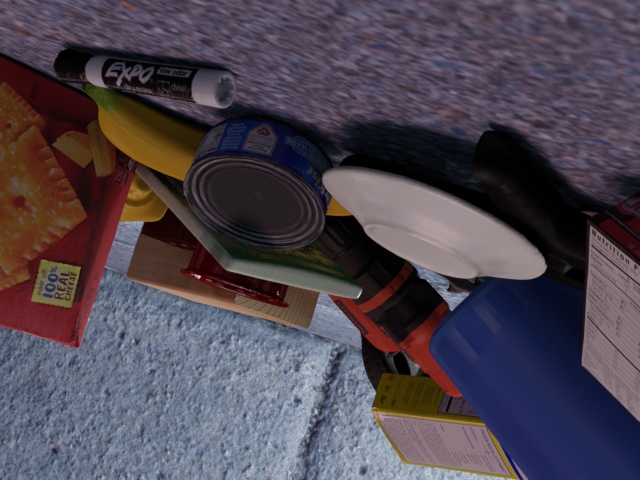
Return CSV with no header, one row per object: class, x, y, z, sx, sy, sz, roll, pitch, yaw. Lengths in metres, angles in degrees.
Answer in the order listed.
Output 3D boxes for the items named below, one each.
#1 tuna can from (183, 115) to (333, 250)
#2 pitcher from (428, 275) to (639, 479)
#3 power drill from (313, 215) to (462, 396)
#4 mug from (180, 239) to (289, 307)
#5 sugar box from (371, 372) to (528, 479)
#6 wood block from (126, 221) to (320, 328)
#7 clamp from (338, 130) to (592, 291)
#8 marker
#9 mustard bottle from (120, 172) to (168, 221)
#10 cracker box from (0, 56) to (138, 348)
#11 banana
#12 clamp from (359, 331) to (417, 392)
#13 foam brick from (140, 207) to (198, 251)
tuna can,-0.035,-0.033,0.628,0.086,0.033,0.086,12,145,8
pitcher,0.183,0.126,0.688,0.243,0.149,0.144,49,-148,12
power drill,0.047,0.043,0.878,0.184,0.057,0.188,49,176,-7
mug,-0.056,0.001,0.858,0.093,0.081,0.117,19,173,-7
sugar box,0.138,0.158,0.891,0.176,0.048,0.093,0,140,30
wood block,-0.093,0.019,1.043,0.090,0.090,0.206,24,170,-36
clamp,0.124,-0.004,0.575,0.209,0.036,0.165,24,172,-14
marker,-0.097,-0.087,0.566,0.121,0.020,0.020,13,171,33
mustard bottle,-0.176,-0.047,0.887,0.096,0.058,0.192,27,169,-25
cracker box,-0.232,-0.039,0.682,0.213,0.164,0.072,23,169,-37
banana,-0.058,-0.049,0.676,0.197,0.037,0.070,19,173,-6
clamp,0.057,0.094,1.071,0.039,0.171,0.120,-34,138,27
foam brick,-0.116,-0.019,0.969,0.052,0.051,0.078,23,171,-36
